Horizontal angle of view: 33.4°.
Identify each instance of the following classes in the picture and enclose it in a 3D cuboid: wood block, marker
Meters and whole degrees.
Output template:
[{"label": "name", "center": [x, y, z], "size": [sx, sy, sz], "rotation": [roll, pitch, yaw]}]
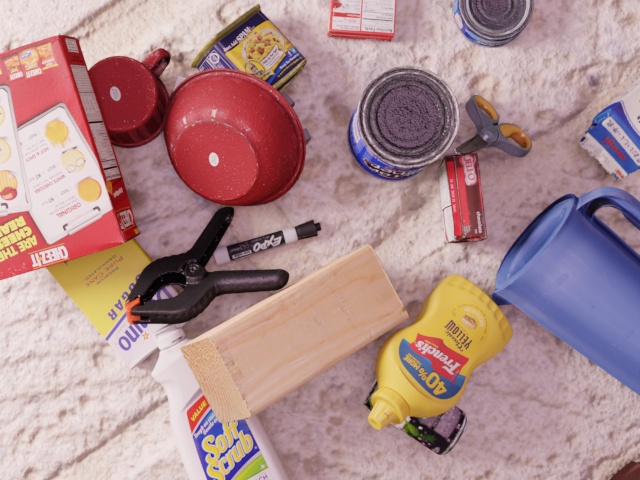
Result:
[{"label": "wood block", "center": [-0.025, 0.095, 1.092], "size": [0.205, 0.091, 0.090], "rotation": [-29, 90, -29]}, {"label": "marker", "center": [-0.058, 0.001, 1.169], "size": [0.121, 0.020, 0.020], "rotation": [-17, 89, -3]}]

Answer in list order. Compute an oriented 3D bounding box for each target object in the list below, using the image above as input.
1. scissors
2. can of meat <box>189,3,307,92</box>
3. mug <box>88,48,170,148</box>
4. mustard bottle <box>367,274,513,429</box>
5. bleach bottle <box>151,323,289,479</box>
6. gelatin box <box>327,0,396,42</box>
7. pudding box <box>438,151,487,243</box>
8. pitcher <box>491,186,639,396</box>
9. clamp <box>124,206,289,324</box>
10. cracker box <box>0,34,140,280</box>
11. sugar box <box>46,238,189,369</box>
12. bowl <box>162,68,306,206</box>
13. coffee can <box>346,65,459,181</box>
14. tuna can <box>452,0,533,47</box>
[{"label": "scissors", "center": [0.162, -0.120, 1.114], "size": [0.016, 0.201, 0.096], "rotation": [-49, 66, 26]}, {"label": "can of meat", "center": [-0.074, -0.191, 1.143], "size": [0.084, 0.058, 0.102], "rotation": [46, 54, -2]}, {"label": "mug", "center": [-0.202, -0.158, 1.138], "size": [0.093, 0.081, 0.117], "rotation": [43, 87, 0]}, {"label": "mustard bottle", "center": [0.114, 0.127, 1.114], "size": [0.096, 0.058, 0.191], "rotation": [46, 60, 1]}, {"label": "bleach bottle", "center": [-0.113, 0.205, 1.120], "size": [0.102, 0.068, 0.251], "rotation": [-28, 96, -10]}, {"label": "gelatin box", "center": [0.047, -0.267, 1.179], "size": [0.073, 0.030, 0.089], "rotation": [3, 88, -4]}, {"label": "pudding box", "center": [0.150, -0.042, 1.132], "size": [0.039, 0.113, 0.090], "rotation": [-5, 88, 1]}, {"label": "pitcher", "center": [0.317, 0.065, 1.125], "size": [0.243, 0.149, 0.145], "rotation": [38, 73, -4]}, {"label": "clamp", "center": [-0.132, 0.030, 1.120], "size": [0.171, 0.039, 0.120], "rotation": [-20, 50, -19]}, {"label": "cracker box", "center": [-0.294, -0.081, 1.074], "size": [0.164, 0.072, 0.214], "rotation": [-16, 96, 10]}, {"label": "sugar box", "center": [-0.223, 0.042, 1.147], "size": [0.093, 0.048, 0.176], "rotation": [-41, 89, -4]}, {"label": "bowl", "center": [-0.099, -0.094, 1.110], "size": [0.162, 0.055, 0.162], "rotation": [9, 123, 14]}, {"label": "coffee can", "center": [0.083, -0.119, 1.119], "size": [0.103, 0.140, 0.103], "rotation": [0, 88, -2]}, {"label": "tuna can", "center": [0.191, -0.259, 1.182], "size": [0.086, 0.034, 0.086], "rotation": [0, 88, -2]}]
